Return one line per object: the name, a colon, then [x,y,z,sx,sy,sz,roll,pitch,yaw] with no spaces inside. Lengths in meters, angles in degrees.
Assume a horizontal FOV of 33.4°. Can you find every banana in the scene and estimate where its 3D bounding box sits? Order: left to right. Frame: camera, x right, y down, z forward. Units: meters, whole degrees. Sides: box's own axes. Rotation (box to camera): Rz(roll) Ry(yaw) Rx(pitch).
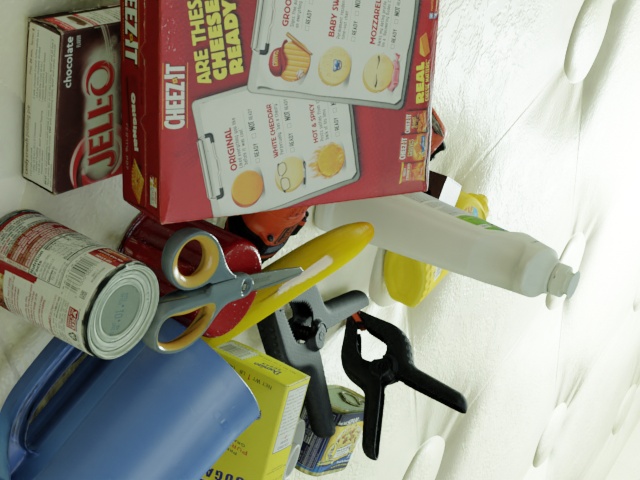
banana: [-0.035,0.036,0.924,0.197,0.037,0.070,-33,-178,-6]

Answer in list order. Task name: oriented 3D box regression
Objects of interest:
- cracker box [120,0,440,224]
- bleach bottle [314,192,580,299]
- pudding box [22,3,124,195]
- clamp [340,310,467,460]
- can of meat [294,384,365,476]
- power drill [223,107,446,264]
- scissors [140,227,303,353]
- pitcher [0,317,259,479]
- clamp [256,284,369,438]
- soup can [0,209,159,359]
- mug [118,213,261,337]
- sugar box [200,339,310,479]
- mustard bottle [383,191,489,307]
cracker box: [-0.024,-0.108,0.710,0.213,0.072,0.164,-8,109,-32]
bleach bottle: [0.124,-0.002,1.023,0.102,0.251,0.068,-9,118,-58]
pudding box: [-0.149,-0.095,0.701,0.089,0.039,0.113,-27,132,-49]
clamp: [0.082,0.143,1.154,0.120,0.171,0.039,-17,149,-2]
can of meat: [0.008,0.211,1.190,0.102,0.058,0.084,11,103,-61]
power drill: [0.005,-0.046,0.889,0.187,0.057,0.185,-33,174,-28]
scissors: [-0.063,0.018,0.782,0.201,0.016,0.096,-33,134,-53]
pitcher: [-0.172,0.165,0.776,0.242,0.149,0.145,-49,179,-25]
clamp: [-0.010,0.086,1.073,0.210,0.036,0.164,55,47,-50]
soup can: [-0.165,0.028,0.697,0.068,0.102,0.068,-40,142,-41]
mug: [-0.104,0.021,0.821,0.093,0.082,0.117,-64,152,-5]
sugar box: [-0.077,0.189,0.984,0.048,0.093,0.176,-9,117,-58]
mustard bottle: [0.148,-0.006,1.271,0.191,0.058,0.096,-39,140,-42]
